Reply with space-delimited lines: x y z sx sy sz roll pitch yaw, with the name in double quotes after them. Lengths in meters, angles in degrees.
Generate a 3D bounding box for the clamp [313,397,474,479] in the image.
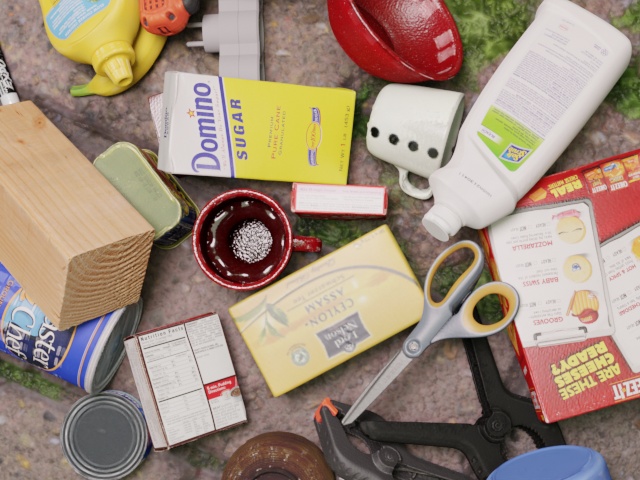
0.057 0.218 0.985 0.171 0.120 0.039 34 126 8 "clamp"

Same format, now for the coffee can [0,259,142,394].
-0.254 0.070 1.009 0.140 0.103 0.103 24 89 5 "coffee can"

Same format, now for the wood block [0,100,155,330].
-0.252 -0.027 0.969 0.206 0.090 0.091 43 134 27 "wood block"

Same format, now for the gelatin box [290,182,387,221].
0.019 -0.035 1.009 0.089 0.073 0.030 2 87 4 "gelatin box"

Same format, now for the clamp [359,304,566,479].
0.149 0.178 0.997 0.164 0.036 0.210 -44 90 -14 "clamp"

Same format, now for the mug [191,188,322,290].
-0.057 0.001 1.008 0.117 0.081 0.093 0 87 4 "mug"

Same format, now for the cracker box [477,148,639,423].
0.248 0.042 0.979 0.164 0.072 0.214 -17 80 3 "cracker box"

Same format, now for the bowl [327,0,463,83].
0.059 -0.204 0.994 0.055 0.161 0.162 -35 85 37 "bowl"

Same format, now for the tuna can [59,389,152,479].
-0.206 0.188 1.035 0.086 0.033 0.086 0 87 4 "tuna can"

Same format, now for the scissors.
0.105 0.098 0.955 0.096 0.016 0.202 27 92 15 "scissors"

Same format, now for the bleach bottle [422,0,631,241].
0.172 -0.104 0.965 0.103 0.068 0.250 36 73 19 "bleach bottle"

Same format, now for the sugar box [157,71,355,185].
-0.058 -0.103 0.991 0.176 0.048 0.093 2 98 -24 "sugar box"

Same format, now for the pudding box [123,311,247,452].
-0.127 0.133 1.009 0.089 0.039 0.113 -14 84 -31 "pudding box"

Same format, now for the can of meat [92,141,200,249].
-0.167 -0.043 1.017 0.057 0.084 0.102 -38 85 2 "can of meat"

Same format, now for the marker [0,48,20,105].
-0.318 -0.161 1.066 0.020 0.020 0.121 -22 86 3 "marker"

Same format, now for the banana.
-0.178 -0.220 1.050 0.069 0.037 0.198 26 89 4 "banana"

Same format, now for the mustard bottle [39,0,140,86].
-0.223 -0.227 1.019 0.096 0.058 0.192 -33 70 16 "mustard bottle"
